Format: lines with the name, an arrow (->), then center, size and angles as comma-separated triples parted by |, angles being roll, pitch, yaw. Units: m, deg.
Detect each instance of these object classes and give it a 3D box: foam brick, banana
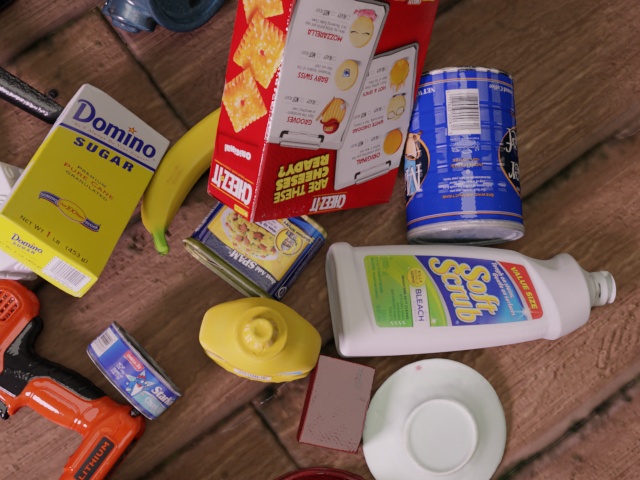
foam brick -> 0.013, 0.142, 0.926 | 0.053, 0.051, 0.078 | 14, 80, -2
banana -> -0.100, -0.074, 0.958 | 0.070, 0.037, 0.197 | 34, 76, 19

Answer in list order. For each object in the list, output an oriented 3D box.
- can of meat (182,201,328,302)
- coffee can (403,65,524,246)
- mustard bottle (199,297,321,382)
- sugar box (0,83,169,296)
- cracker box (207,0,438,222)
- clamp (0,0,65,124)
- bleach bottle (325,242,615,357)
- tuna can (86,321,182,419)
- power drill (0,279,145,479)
can of meat -> -0.056, 0.001, 0.943 | 0.102, 0.057, 0.084 | 37, 78, 3
coffee can -> 0.124, -0.070, 0.941 | 0.102, 0.103, 0.140 | -2, 81, -4
mustard bottle -> -0.049, 0.081, 0.861 | 0.096, 0.192, 0.058 | 15, 80, -1
sugar box -> -0.199, -0.046, 0.891 | 0.093, 0.048, 0.176 | 36, 46, -19
cracker box -> 0.003, -0.132, 0.875 | 0.163, 0.072, 0.214 | -9, 122, -42
clamp -> -0.325, -0.169, 0.947 | 0.209, 0.036, 0.164 | -11, 78, -18
bleach bottle -> 0.135, 0.044, 0.942 | 0.250, 0.068, 0.102 | -5, 72, -9
tuna can -> -0.158, 0.111, 0.904 | 0.033, 0.086, 0.086 | -43, 85, -7
power drill -> -0.258, 0.152, 0.905 | 0.187, 0.057, 0.184 | 37, 81, 3
